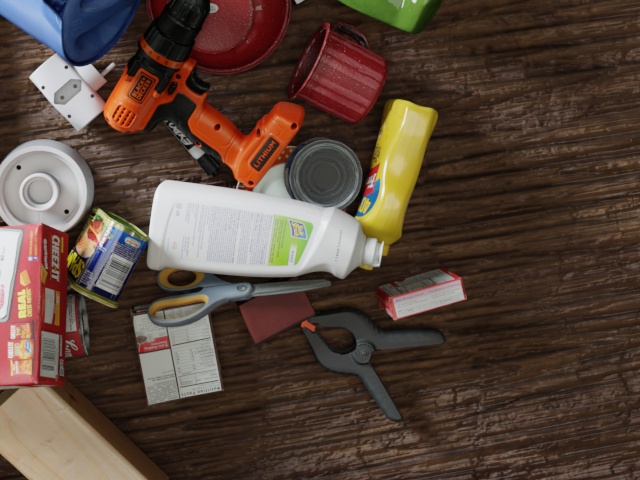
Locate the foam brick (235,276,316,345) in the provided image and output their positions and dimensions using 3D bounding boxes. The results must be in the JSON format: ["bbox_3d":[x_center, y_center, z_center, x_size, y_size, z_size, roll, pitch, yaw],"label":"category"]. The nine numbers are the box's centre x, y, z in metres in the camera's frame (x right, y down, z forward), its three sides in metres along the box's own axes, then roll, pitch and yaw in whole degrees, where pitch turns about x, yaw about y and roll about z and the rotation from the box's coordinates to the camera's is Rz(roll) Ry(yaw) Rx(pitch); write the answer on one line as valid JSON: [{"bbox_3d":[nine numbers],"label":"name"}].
[{"bbox_3d":[-0.053,0.075,1.216,0.078,0.053,0.051,-27,101,-5],"label":"foam brick"}]

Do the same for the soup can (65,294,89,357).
[{"bbox_3d":[-0.309,0.098,1.171,0.102,0.068,0.068,-6,99,-7],"label":"soup can"}]

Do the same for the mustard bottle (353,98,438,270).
[{"bbox_3d":[0.076,-0.060,1.195,0.058,0.096,0.192,15,95,-11],"label":"mustard bottle"}]

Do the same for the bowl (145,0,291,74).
[{"bbox_3d":[-0.113,-0.250,1.135,0.162,0.055,0.162,2,113,5],"label":"bowl"}]

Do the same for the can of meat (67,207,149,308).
[{"bbox_3d":[-0.234,0.016,1.155,0.057,0.102,0.084,28,90,-28],"label":"can of meat"}]

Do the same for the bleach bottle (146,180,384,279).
[{"bbox_3d":[-0.058,0.001,1.165,0.251,0.068,0.102,10,106,4],"label":"bleach bottle"}]

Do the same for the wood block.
[{"bbox_3d":[-0.270,0.238,1.185,0.090,0.091,0.206,-43,101,-2],"label":"wood block"}]

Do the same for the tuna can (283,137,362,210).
[{"bbox_3d":[0.003,-0.072,1.192,0.086,0.034,0.086,-1,97,-10],"label":"tuna can"}]

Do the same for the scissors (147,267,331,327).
[{"bbox_3d":[-0.097,0.045,1.190,0.201,0.096,0.016,-17,138,-7],"label":"scissors"}]

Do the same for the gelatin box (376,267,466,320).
[{"bbox_3d":[0.115,0.062,1.229,0.089,0.073,0.030,-16,100,-7],"label":"gelatin box"}]

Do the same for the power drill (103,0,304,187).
[{"bbox_3d":[-0.113,-0.155,1.123,0.187,0.057,0.185,32,122,-12],"label":"power drill"}]

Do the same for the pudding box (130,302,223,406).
[{"bbox_3d":[-0.163,0.124,1.213,0.090,0.039,0.113,-10,101,-8],"label":"pudding box"}]

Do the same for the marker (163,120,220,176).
[{"bbox_3d":[-0.154,-0.120,1.190,0.020,0.020,0.121,-40,102,-2],"label":"marker"}]

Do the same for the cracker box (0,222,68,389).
[{"bbox_3d":[-0.370,0.074,1.103,0.214,0.072,0.164,-5,78,13],"label":"cracker box"}]

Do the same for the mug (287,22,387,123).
[{"bbox_3d":[0.023,-0.190,1.181,0.081,0.093,0.117,25,57,-16],"label":"mug"}]

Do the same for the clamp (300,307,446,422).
[{"bbox_3d":[0.050,0.139,1.248,0.171,0.039,0.120,18,90,-5],"label":"clamp"}]

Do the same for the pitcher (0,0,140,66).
[{"bbox_3d":[-0.300,-0.288,1.070,0.243,0.149,0.144,32,64,11],"label":"pitcher"}]
